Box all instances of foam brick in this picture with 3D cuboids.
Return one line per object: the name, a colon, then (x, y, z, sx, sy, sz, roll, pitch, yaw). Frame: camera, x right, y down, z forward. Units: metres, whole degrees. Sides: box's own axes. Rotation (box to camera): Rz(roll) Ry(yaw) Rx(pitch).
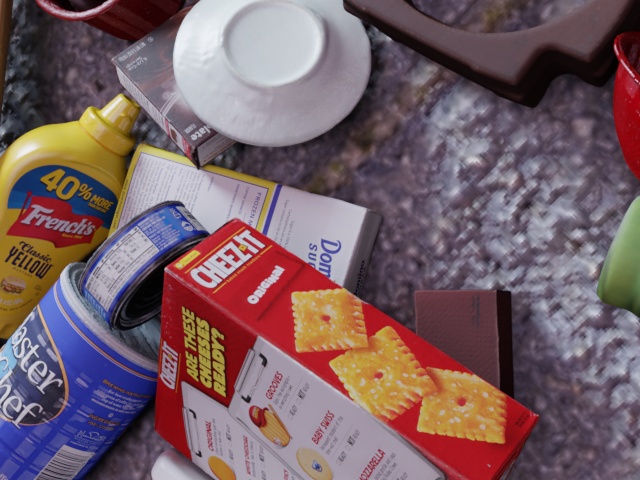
foam brick: (0.089, 0.069, 0.657, 0.053, 0.051, 0.078, -1, 85, 19)

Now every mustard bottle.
mustard bottle: (-0.190, -0.023, 0.747, 0.192, 0.096, 0.058, -51, 39, 8)

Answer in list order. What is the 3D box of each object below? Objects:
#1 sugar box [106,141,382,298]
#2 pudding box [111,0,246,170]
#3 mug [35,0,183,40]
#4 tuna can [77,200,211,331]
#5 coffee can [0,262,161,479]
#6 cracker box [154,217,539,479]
sugar box: (-0.055, 0.001, 0.721, 0.176, 0.048, 0.093, 18, 91, 18)
pudding box: (-0.068, -0.115, 0.718, 0.113, 0.039, 0.090, -39, 71, -12)
mug: (-0.158, -0.190, 0.756, 0.117, 0.081, 0.093, 1, 86, 20)
tuna can: (-0.107, 0.017, 0.668, 0.034, 0.086, 0.086, 46, 101, 13)
coffee can: (-0.173, 0.100, 0.725, 0.103, 0.102, 0.140, 45, 101, 18)
cracker box: (0.004, 0.108, 0.633, 0.214, 0.072, 0.164, 33, 138, 20)
